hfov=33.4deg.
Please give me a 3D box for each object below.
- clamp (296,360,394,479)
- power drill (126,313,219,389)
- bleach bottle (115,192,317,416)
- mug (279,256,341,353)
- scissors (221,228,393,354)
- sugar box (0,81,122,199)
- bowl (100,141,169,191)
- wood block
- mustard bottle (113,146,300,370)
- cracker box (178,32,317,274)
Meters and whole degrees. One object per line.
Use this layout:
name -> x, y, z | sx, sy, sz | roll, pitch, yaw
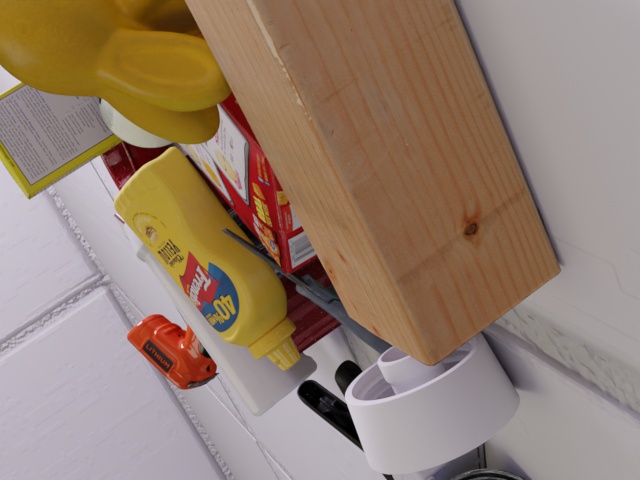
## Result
clamp -> 0.066, 0.195, 1.002 | 0.210, 0.036, 0.165 | 45, 161, 7
power drill -> -0.139, 0.050, 1.137 | 0.184, 0.057, 0.188 | 41, 121, 21
bleach bottle -> -0.109, 0.049, 1.032 | 0.251, 0.068, 0.102 | 52, -170, 5
mug -> -0.026, 0.060, 0.951 | 0.093, 0.081, 0.117 | 51, 165, 17
scissors -> -0.007, 0.035, 0.836 | 0.201, 0.016, 0.096 | 38, -175, -23
sugar box -> -0.216, -0.123, 0.973 | 0.093, 0.176, 0.048 | 58, 164, -6
bowl -> -0.214, -0.112, 1.210 | 0.162, 0.055, 0.162 | 52, 160, 28
wood block -> 0.027, -0.054, 0.520 | 0.090, 0.090, 0.206 | 29, 149, 60
mustard bottle -> -0.081, 0.023, 0.842 | 0.191, 0.058, 0.096 | 51, 146, -1
cracker box -> -0.064, -0.102, 0.743 | 0.214, 0.072, 0.164 | 50, 165, 24
